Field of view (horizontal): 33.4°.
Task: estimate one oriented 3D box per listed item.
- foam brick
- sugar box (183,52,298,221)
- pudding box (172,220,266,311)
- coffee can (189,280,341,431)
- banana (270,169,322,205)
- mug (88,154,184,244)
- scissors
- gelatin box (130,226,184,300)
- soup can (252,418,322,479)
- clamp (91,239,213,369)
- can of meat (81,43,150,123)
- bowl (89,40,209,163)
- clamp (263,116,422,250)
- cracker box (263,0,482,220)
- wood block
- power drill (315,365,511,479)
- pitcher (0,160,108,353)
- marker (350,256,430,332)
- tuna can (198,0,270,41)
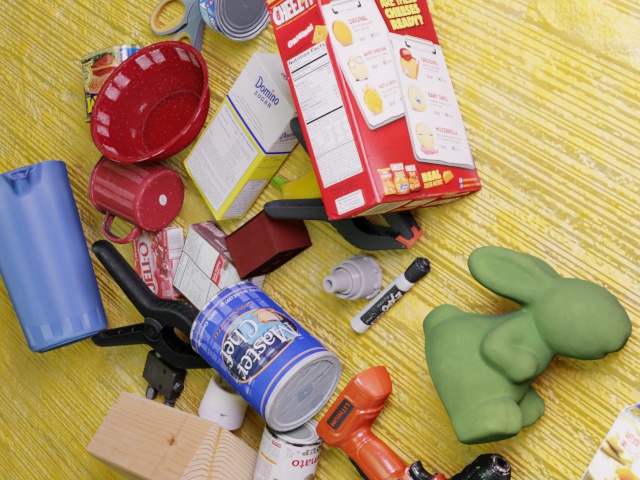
[{"bbox_3d":[-0.058,0.001,1.177,0.078,0.052,0.051,-34,73,43],"label":"foam brick"},{"bbox_3d":[-0.080,-0.113,1.184,0.176,0.048,0.093,-49,62,33],"label":"sugar box"},{"bbox_3d":[-0.121,0.044,1.254,0.114,0.039,0.090,41,125,34],"label":"pudding box"},{"bbox_3d":[-0.060,0.125,1.166,0.140,0.102,0.103,39,122,32],"label":"coffee can"},{"bbox_3d":[0.011,-0.085,1.107,0.198,0.037,0.070,-40,72,40],"label":"banana"},{"bbox_3d":[-0.226,-0.050,1.296,0.082,0.093,0.117,25,86,33],"label":"mug"},{"bbox_3d":[-0.128,-0.255,1.225,0.202,0.016,0.096,-5,95,44],"label":"scissors"},{"bbox_3d":[-0.201,0.028,1.333,0.073,0.030,0.089,0,97,44],"label":"gelatin box"},{"bbox_3d":[-0.038,0.251,1.190,0.069,0.068,0.102,30,116,37],"label":"soup can"},{"bbox_3d":[-0.200,0.092,1.297,0.210,0.036,0.165,19,128,24],"label":"clamp"},{"bbox_3d":[-0.252,-0.194,1.326,0.102,0.057,0.084,-5,91,44],"label":"can of meat"},{"bbox_3d":[-0.185,-0.149,1.234,0.162,0.055,0.162,-13,59,24],"label":"bowl"},{"bbox_3d":[0.019,-0.035,1.076,0.171,0.039,0.120,39,134,10],"label":"clamp"},{"bbox_3d":[0.050,-0.131,0.975,0.072,0.163,0.214,-22,82,41],"label":"cracker box"},{"bbox_3d":[-0.178,0.254,1.270,0.207,0.090,0.090,6,59,50],"label":"wood block"},{"bbox_3d":[0.088,0.220,1.071,0.188,0.057,0.185,52,128,24],"label":"power drill"},{"bbox_3d":[-0.374,0.024,1.442,0.145,0.149,0.243,-21,86,28],"label":"pitcher"},{"bbox_3d":[0.072,0.055,1.085,0.121,0.020,0.020,-47,66,38],"label":"marker"},{"bbox_3d":[-0.088,-0.259,1.139,0.034,0.085,0.086,30,117,38],"label":"tuna can"}]
